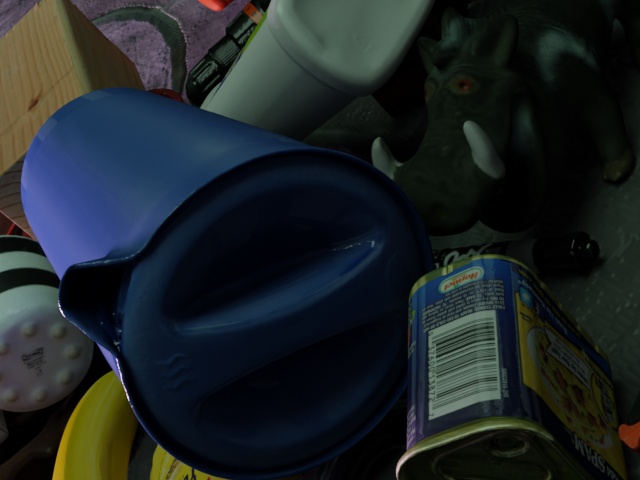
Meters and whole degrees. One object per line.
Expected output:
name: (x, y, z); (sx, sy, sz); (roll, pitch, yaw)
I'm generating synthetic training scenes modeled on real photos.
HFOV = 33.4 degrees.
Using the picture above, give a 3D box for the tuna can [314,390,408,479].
tuna can: (0.037, 0.108, 0.454); (0.086, 0.033, 0.086); (-29, 38, 25)

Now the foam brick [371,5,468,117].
foam brick: (0.054, -0.127, 0.656); (0.051, 0.053, 0.078); (-21, 42, 34)

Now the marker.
marker: (0.079, 0.011, 0.519); (0.121, 0.020, 0.020); (-8, 50, 43)

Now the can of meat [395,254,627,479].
can of meat: (0.074, 0.066, 0.398); (0.058, 0.102, 0.084); (-26, 37, 28)

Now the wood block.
wood block: (-0.170, -0.080, 0.724); (0.091, 0.090, 0.206); (-41, 34, 7)

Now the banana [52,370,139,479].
banana: (-0.102, 0.113, 0.502); (0.070, 0.037, 0.198); (-57, 21, 19)

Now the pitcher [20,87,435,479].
pitcher: (-0.053, 0.001, 0.504); (0.145, 0.149, 0.243); (-39, 30, -11)

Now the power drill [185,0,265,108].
power drill: (-0.050, -0.192, 0.835); (0.184, 0.057, 0.188); (-41, 37, 3)

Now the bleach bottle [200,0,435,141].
bleach bottle: (-0.030, -0.081, 0.608); (0.102, 0.068, 0.251); (-58, 11, -29)
